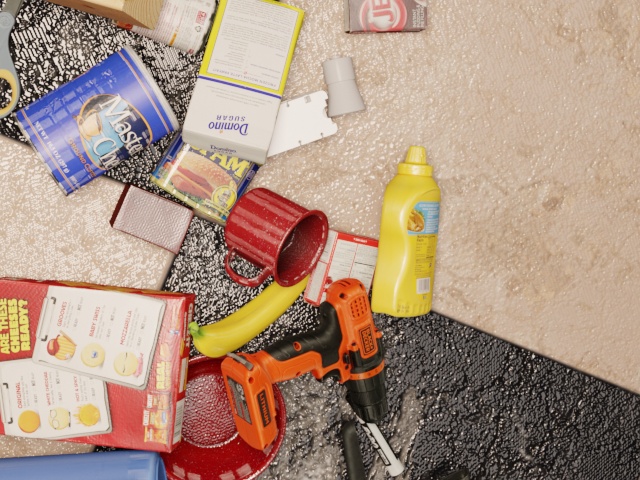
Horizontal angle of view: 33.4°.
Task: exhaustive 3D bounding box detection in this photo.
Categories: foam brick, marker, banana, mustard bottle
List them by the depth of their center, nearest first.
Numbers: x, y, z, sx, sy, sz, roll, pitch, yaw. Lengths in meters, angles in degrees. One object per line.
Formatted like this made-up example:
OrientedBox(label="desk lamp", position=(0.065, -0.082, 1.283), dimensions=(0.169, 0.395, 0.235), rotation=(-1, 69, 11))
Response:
OrientedBox(label="foam brick", position=(-0.185, -0.025, 1.168), dimensions=(0.078, 0.051, 0.053), rotation=(24, 90, -15))
OrientedBox(label="banana", position=(-0.074, 0.081, 1.184), dimensions=(0.037, 0.070, 0.197), rotation=(45, 46, 15))
OrientedBox(label="mustard bottle", position=(0.101, -0.012, 1.218), dimensions=(0.096, 0.058, 0.192), rotation=(-3, 100, -56))
OrientedBox(label="marker", position=(0.064, 0.228, 1.274), dimensions=(0.020, 0.020, 0.121), rotation=(-31, 103, -7))

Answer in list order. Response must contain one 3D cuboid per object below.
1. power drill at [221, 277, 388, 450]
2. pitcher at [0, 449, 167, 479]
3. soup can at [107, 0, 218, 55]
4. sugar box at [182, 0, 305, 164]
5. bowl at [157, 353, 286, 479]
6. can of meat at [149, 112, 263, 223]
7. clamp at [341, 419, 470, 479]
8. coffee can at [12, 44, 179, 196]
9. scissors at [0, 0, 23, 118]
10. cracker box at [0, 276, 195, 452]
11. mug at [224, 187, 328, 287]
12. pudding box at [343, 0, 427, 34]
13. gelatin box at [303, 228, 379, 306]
OrientedBox(label="power drill", position=(-0.010, 0.154, 1.179), dimensions=(0.187, 0.057, 0.184), rotation=(-27, 115, -29))
OrientedBox(label="pitcher", position=(-0.285, 0.293, 1.131), dimensions=(0.243, 0.149, 0.145), rotation=(-6, 90, -2))
OrientedBox(label="soup can", position=(-0.167, -0.245, 1.135), dimensions=(0.102, 0.068, 0.068), rotation=(19, 93, -15))
OrientedBox(label="sugar box", position=(-0.081, -0.175, 1.136), dimensions=(0.093, 0.048, 0.176), rotation=(15, 72, -2))
OrientedBox(label="bowl", position=(-0.122, 0.200, 1.209), dimensions=(0.162, 0.055, 0.162), rotation=(-2, 98, -13))
OrientedBox(label="can of meat", position=(-0.126, -0.078, 1.173), dimensions=(0.102, 0.057, 0.084), rotation=(32, 91, -15))
OrientedBox(label="clamp", position=(0.075, 0.330, 1.270), dimensions=(0.164, 0.036, 0.210), rotation=(18, 99, -5))
OrientedBox(label="coffee can", position=(-0.233, -0.126, 1.117), dimensions=(0.140, 0.103, 0.103), rotation=(-33, 103, -7))
OrientedBox(label="scissors", position=(-0.324, -0.213, 1.130), dimensions=(0.096, 0.016, 0.201), rotation=(43, 86, -16))
OrientedBox(label="cracker box", position=(-0.247, 0.128, 1.131), dimensions=(0.214, 0.072, 0.164), rotation=(5, 90, 5))
OrientedBox(label="mug", position=(-0.058, 0.001, 1.167), dimensions=(0.117, 0.082, 0.093), rotation=(-51, 150, -19))
OrientedBox(label="pudding box", position=(0.071, -0.290, 1.198), dimensions=(0.090, 0.039, 0.113), rotation=(-5, 98, -11))
OrientedBox(label="gelatin box", position=(0.026, 0.035, 1.223), dimensions=(0.073, 0.030, 0.089), rotation=(12, 96, -40))
